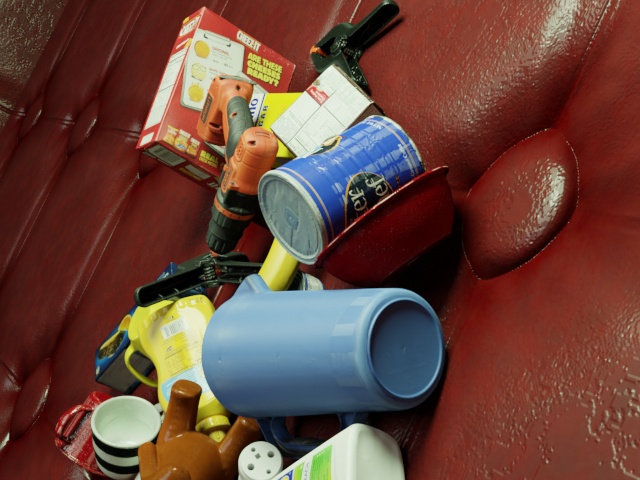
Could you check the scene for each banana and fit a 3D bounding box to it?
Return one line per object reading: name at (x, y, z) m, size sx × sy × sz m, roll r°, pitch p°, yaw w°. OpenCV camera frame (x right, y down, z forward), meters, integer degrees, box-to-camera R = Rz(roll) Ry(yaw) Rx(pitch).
banana at (-0.046, 0.008, 1.195) m, size 0.070 × 0.037 × 0.197 m, roll 13°, pitch 72°, yaw 41°

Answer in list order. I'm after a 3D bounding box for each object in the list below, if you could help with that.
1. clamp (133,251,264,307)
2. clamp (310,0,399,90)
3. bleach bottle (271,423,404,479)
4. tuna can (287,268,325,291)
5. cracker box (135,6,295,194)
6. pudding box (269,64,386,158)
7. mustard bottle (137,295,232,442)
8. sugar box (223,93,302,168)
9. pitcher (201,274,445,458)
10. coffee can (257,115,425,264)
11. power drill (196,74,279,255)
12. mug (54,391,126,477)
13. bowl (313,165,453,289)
clamp at (-0.146, 0.042, 1.319) m, size 0.210 × 0.164 × 0.036 m, roll -136°, pitch 36°, yaw -80°
clamp at (0.033, -0.235, 1.361) m, size 0.172 × 0.039 × 0.120 m, roll -9°, pitch 53°, yaw 62°
bleach bottle at (-0.025, 0.265, 0.997) m, size 0.251 × 0.068 × 0.102 m, roll -40°, pitch 35°, yaw 38°
tuna can at (-0.032, 0.076, 1.200) m, size 0.086 × 0.033 × 0.086 m, roll -39°, pitch 36°, yaw 36°
cracker box at (-0.143, -0.184, 1.472) m, size 0.072 × 0.164 × 0.213 m, roll -12°, pitch 55°, yaw 52°
pudding box at (0.007, -0.141, 1.263) m, size 0.113 × 0.039 × 0.090 m, roll -46°, pitch 55°, yaw 7°
mustard bottle at (-0.146, 0.162, 1.251) m, size 0.096 × 0.058 × 0.192 m, roll -24°, pitch 57°, yaw 0°
sugar box at (-0.047, -0.141, 1.371) m, size 0.177 × 0.048 × 0.093 m, roll 8°, pitch 73°, yaw 47°
pitcher at (0.004, 0.118, 1.027) m, size 0.243 × 0.149 × 0.145 m, roll -9°, pitch 43°, yaw 52°
coffee can at (0.022, -0.052, 1.085) m, size 0.140 × 0.103 × 0.103 m, roll -31°, pitch 16°, yaw -27°
power drill at (-0.109, -0.100, 1.318) m, size 0.185 × 0.057 × 0.188 m, roll -63°, pitch 31°, yaw 36°
mug at (-0.296, 0.249, 1.402) m, size 0.093 × 0.117 × 0.081 m, roll 32°, pitch 89°, yaw 45°
bowl at (0.073, -0.002, 1.024) m, size 0.162 × 0.055 × 0.162 m, roll -35°, pitch -9°, yaw -6°
